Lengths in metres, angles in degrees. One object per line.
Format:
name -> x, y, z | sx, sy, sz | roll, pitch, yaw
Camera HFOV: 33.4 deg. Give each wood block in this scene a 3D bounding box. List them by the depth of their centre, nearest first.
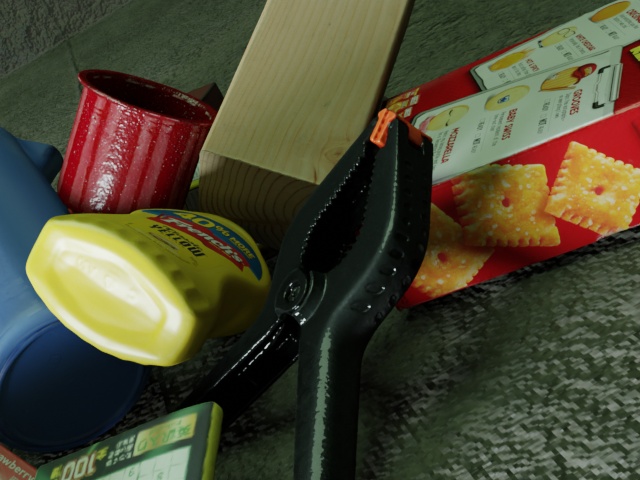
wood block -> -0.004, -0.102, 0.709 | 0.090, 0.091, 0.206 | 103, -175, -60

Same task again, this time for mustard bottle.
mustard bottle -> -0.079, 0.018, 0.609 | 0.058, 0.096, 0.191 | -62, -12, 11

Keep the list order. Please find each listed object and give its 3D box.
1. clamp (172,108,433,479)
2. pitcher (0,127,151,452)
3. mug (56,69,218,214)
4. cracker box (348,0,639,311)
clamp -> -0.007, 0.036, 0.513 | 0.165, 0.036, 0.210 | -1, 63, 55
pitcher -> -0.213, 0.030, 0.684 | 0.243, 0.144, 0.149 | 41, 110, 45
mug -> -0.119, -0.059, 0.695 | 0.117, 0.093, 0.081 | -73, 3, -73
cracker box -> 0.132, -0.059, 0.591 | 0.214, 0.072, 0.164 | -21, 24, 21
